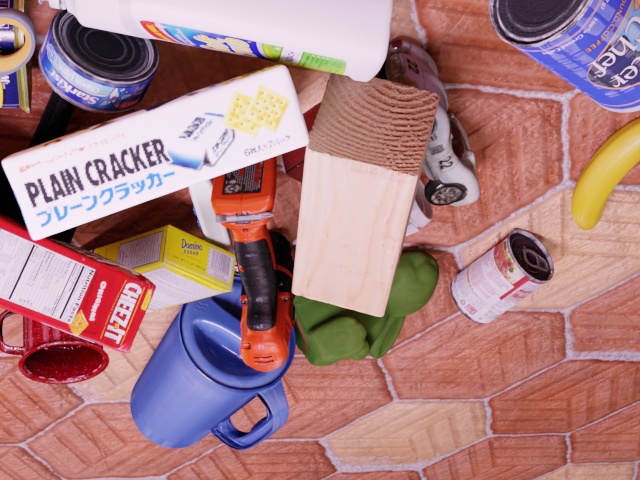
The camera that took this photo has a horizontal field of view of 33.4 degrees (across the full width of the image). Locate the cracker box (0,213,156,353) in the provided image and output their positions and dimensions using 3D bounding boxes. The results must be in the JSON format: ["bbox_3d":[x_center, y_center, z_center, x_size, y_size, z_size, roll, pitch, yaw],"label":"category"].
[{"bbox_3d":[-0.267,0.011,0.880,0.213,0.072,0.164,28,173,-42],"label":"cracker box"}]

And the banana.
[{"bbox_3d":[0.302,-0.068,1.098,0.069,0.037,0.198,5,144,-22],"label":"banana"}]

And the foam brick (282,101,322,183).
[{"bbox_3d":[0.009,-0.088,0.967,0.078,0.051,0.052,-32,142,29],"label":"foam brick"}]

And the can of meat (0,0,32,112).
[{"bbox_3d":[-0.261,-0.143,0.797,0.084,0.057,0.102,-1,145,-12],"label":"can of meat"}]

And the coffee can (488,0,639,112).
[{"bbox_3d":[0.218,-0.175,0.851,0.140,0.103,0.103,22,135,-40],"label":"coffee can"}]

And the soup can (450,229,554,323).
[{"bbox_3d":[0.205,0.043,1.210,0.068,0.068,0.102,14,140,-34],"label":"soup can"}]

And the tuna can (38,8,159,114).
[{"bbox_3d":[-0.166,-0.139,0.805,0.086,0.086,0.034,8,141,-28],"label":"tuna can"}]

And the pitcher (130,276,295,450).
[{"bbox_3d":[-0.128,0.158,1.210,0.144,0.149,0.243,18,145,-17],"label":"pitcher"}]

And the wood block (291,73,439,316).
[{"bbox_3d":[0.033,-0.034,0.903,0.090,0.090,0.206,14,146,4],"label":"wood block"}]

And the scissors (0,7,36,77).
[{"bbox_3d":[-0.251,-0.108,0.785,0.096,0.016,0.202,-1,145,-7],"label":"scissors"}]

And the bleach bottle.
[{"bbox_3d":[-0.077,-0.169,0.786,0.250,0.068,0.102,7,180,-5],"label":"bleach bottle"}]

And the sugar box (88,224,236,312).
[{"bbox_3d":[-0.178,0.034,1.062,0.177,0.048,0.093,-12,152,39],"label":"sugar box"}]

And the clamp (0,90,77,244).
[{"bbox_3d":[-0.278,-0.053,0.946,0.164,0.036,0.210,-9,145,-3],"label":"clamp"}]

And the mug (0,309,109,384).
[{"bbox_3d":[-0.285,0.096,1.129,0.117,0.081,0.093,1,145,-19],"label":"mug"}]

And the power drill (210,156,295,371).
[{"bbox_3d":[-0.057,0.001,1.010,0.057,0.184,0.187,-6,128,4],"label":"power drill"}]
